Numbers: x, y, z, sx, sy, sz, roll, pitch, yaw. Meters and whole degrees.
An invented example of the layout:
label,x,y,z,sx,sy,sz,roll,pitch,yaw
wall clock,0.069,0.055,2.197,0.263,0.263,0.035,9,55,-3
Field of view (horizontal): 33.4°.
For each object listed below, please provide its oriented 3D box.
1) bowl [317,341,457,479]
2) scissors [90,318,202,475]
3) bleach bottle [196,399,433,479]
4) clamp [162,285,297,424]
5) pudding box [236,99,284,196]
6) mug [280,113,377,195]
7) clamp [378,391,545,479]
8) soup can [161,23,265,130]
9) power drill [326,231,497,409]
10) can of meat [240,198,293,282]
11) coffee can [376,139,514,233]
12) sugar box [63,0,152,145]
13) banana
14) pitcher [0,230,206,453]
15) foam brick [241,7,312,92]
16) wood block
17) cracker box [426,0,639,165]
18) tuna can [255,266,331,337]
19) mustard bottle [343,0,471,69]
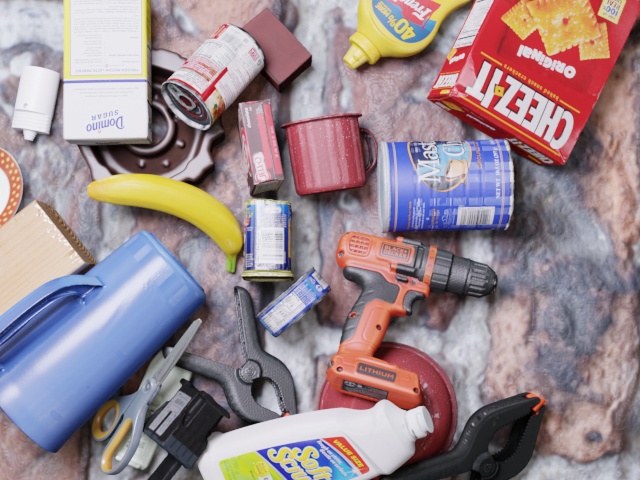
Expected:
label,x,y,z,sx,sy,sz,roll,pitch,yaw
bowl,0.077,0.195,1.198,0.162,0.055,0.162,0,86,-1
scissors,-0.199,0.161,1.182,0.016,0.096,0.202,25,91,-42
bleach bottle,-0.002,0.223,1.148,0.251,0.068,0.102,-22,100,18
clamp,-0.080,0.138,1.206,0.171,0.039,0.120,43,79,-7
pudding box,-0.068,-0.101,1.184,0.039,0.113,0.090,-9,87,-4
mug,0.016,-0.097,1.205,0.117,0.093,0.081,-10,92,-37
clamp,0.180,0.258,1.192,0.210,0.036,0.164,-40,113,-12
soup can,-0.115,-0.179,1.162,0.068,0.069,0.102,38,66,2
power drill,0.092,0.087,1.174,0.184,0.057,0.187,12,62,7
can of meat,-0.058,0.001,1.185,0.057,0.102,0.084,1,85,-1
coffee can,0.136,-0.061,1.188,0.140,0.103,0.103,-1,87,-1
sugar box,-0.233,-0.194,1.171,0.093,0.048,0.176,0,87,-1
banana,-0.156,-0.031,1.173,0.197,0.037,0.070,31,99,-25
pitcher,-0.250,0.099,1.157,0.242,0.149,0.145,-43,93,-7
foam brick,-0.054,-0.217,1.221,0.051,0.053,0.078,-43,89,-3
wood block,-0.361,0.055,1.186,0.206,0.090,0.091,-38,89,-3
cracker box,0.243,-0.215,1.194,0.164,0.072,0.213,28,86,-16
tuna can,-0.030,0.069,1.189,0.086,0.086,0.034,-41,90,-3
mustard bottle,0.099,-0.268,1.222,0.191,0.058,0.096,-44,96,-2
